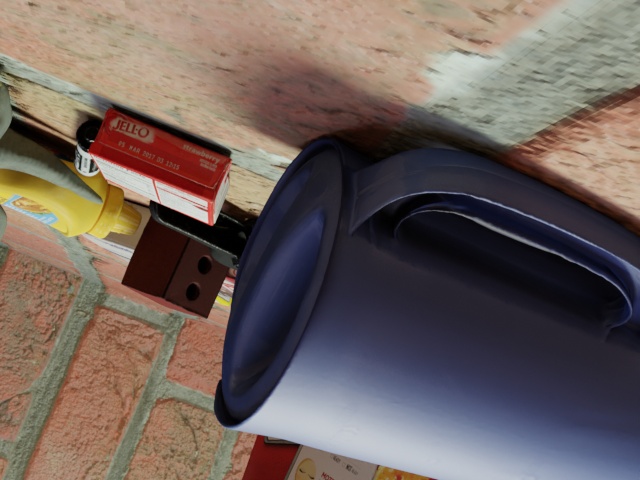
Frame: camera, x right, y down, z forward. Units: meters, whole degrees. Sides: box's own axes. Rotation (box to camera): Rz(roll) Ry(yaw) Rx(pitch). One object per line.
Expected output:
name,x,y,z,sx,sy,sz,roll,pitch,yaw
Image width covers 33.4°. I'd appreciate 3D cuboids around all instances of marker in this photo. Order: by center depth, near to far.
marker,-0.146,-0.058,0.676,0.020,0.020,0.121,23,171,-11

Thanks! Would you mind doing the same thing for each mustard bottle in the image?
mustard bottle,-0.218,-0.049,0.771,0.191,0.058,0.096,25,169,-24

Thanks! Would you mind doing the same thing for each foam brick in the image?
foam brick,-0.104,0.013,0.811,0.051,0.078,0.052,16,170,39

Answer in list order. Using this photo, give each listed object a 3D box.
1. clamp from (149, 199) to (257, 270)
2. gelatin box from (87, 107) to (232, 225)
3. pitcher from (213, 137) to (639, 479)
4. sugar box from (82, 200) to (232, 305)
clamp,-0.055,0.001,0.751,0.120,0.039,0.171,21,167,2
gelatin box,-0.089,-0.041,0.611,0.073,0.030,0.089,23,171,-2
pitcher,0.085,0.050,0.487,0.242,0.145,0.149,20,-176,-17
sugar box,-0.149,0.008,0.997,0.093,0.048,0.176,18,167,23
